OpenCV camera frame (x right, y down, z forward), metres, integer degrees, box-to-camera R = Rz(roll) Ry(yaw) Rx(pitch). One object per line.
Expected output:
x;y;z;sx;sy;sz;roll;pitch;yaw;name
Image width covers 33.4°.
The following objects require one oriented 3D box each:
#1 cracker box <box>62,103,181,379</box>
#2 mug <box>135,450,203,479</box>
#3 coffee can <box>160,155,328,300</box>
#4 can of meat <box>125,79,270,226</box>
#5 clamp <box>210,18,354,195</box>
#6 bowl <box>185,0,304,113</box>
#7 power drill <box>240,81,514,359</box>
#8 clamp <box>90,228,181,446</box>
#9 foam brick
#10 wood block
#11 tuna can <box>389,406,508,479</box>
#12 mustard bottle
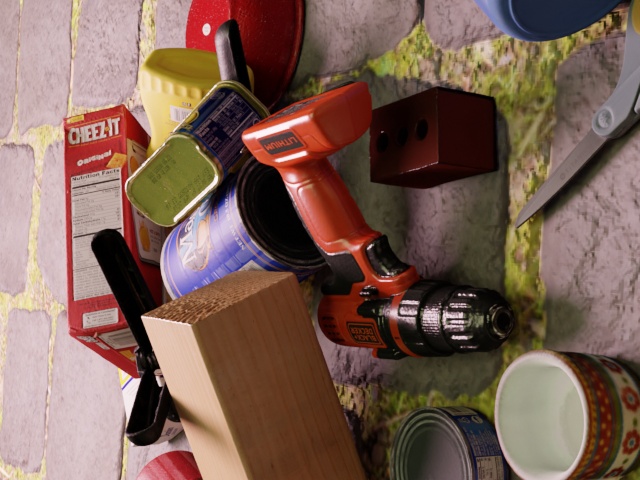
-0.181;0.007;1.004;0.164;0.072;0.214;60;-159;-66;cracker box
-0.114;0.232;0.968;0.117;0.093;0.082;-54;29;-6;mug
-0.056;0.001;0.870;0.141;0.102;0.103;-37;57;50;coffee can
-0.097;-0.066;0.838;0.102;0.057;0.083;-38;12;42;can of meat
-0.043;-0.091;0.877;0.039;0.120;0.172;-62;-5;-45;clamp
-0.079;-0.190;0.970;0.162;0.055;0.162;-8;80;58;bowl
0.032;-0.007;0.706;0.185;0.057;0.187;-6;112;56;power drill
-0.127;0.102;0.847;0.210;0.036;0.164;67;-171;-63;clamp
0.074;-0.068;0.720;0.078;0.051;0.053;-13;75;57;foam brick
-0.041;0.133;0.778;0.091;0.090;0.206;-1;111;58;wood block
0.084;0.152;0.701;0.086;0.033;0.086;-8;80;57;tuna can
-0.111;-0.078;0.965;0.058;0.096;0.192;-74;-8;-47;mustard bottle
